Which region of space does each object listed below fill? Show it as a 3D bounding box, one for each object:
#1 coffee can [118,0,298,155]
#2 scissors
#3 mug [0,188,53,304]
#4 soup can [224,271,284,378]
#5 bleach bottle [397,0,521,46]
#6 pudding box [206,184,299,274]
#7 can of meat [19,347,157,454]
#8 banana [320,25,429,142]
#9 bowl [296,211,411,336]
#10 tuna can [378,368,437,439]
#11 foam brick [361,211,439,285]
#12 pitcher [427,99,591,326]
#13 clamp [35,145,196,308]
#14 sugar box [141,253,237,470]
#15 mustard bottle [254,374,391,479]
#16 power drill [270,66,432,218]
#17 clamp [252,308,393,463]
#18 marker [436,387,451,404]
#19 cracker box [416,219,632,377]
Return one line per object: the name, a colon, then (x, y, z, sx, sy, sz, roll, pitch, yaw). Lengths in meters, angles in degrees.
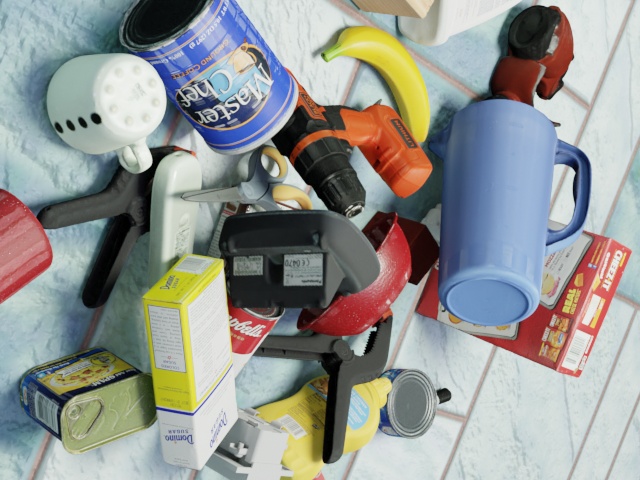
coffee can: (-0.098, -0.160, 0.955, 0.102, 0.103, 0.140, -53, 134, -15)
scissors: (-0.075, -0.061, 1.024, 0.201, 0.016, 0.096, 15, 50, -53)
mug: (-0.274, 0.018, 0.871, 0.081, 0.093, 0.117, -41, 160, -32)
soup can: (-0.090, 0.088, 1.054, 0.068, 0.068, 0.102, 8, 127, -45)
bleach bottle: (0.194, -0.296, 1.216, 0.250, 0.068, 0.103, -24, 129, -40)
pudding box: (-0.057, 0.001, 1.101, 0.113, 0.039, 0.090, 20, 89, -48)
can of meat: (-0.211, 0.142, 0.972, 0.101, 0.084, 0.057, -16, 116, -39)
banana: (0.074, -0.179, 1.164, 0.070, 0.037, 0.197, -50, 134, 6)
bowl: (0.046, 0.047, 1.128, 0.055, 0.162, 0.162, 40, 73, -7)
tuna can: (0.102, 0.200, 1.314, 0.085, 0.034, 0.086, 4, 84, -40)
foam brick: (0.088, 0.008, 1.215, 0.053, 0.078, 0.051, -51, 131, -18)
pitcher: (0.205, -0.029, 1.189, 0.144, 0.149, 0.242, 36, 47, -30)
clamp: (-0.177, -0.020, 0.978, 0.171, 0.039, 0.120, -39, 142, -31)
sugar box: (-0.117, 0.111, 0.977, 0.093, 0.048, 0.176, -50, 145, -59)
mustard bottle: (0.009, 0.199, 1.196, 0.191, 0.096, 0.058, -24, 141, -37)
power drill: (0.032, -0.091, 1.069, 0.057, 0.184, 0.187, -44, 151, 26)
clamp: (0.020, 0.140, 1.180, 0.209, 0.036, 0.164, -26, 79, -42)
marker: (0.125, 0.213, 1.369, 0.120, 0.020, 0.020, -15, 115, -40)
cracker box: (0.240, 0.050, 1.279, 0.072, 0.214, 0.164, 22, 90, -48)
